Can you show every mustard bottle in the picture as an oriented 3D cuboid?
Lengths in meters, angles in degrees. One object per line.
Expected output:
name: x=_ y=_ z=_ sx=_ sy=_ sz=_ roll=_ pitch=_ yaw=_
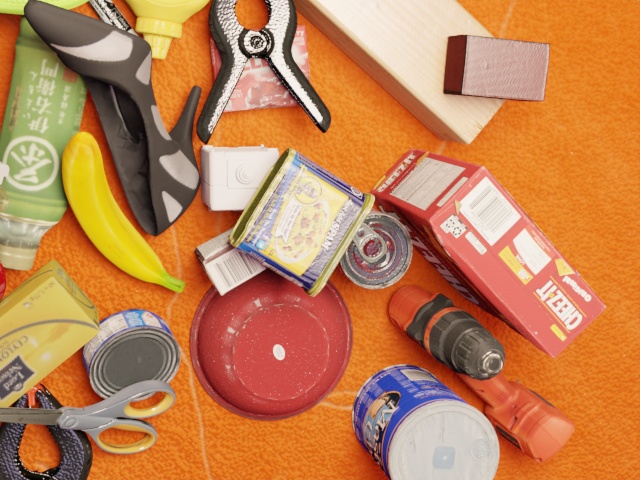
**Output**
mustard bottle: x=-0.134 y=-0.257 z=0.942 sx=0.096 sy=0.058 sz=0.192 roll=6 pitch=96 yaw=-14

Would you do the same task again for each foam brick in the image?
foam brick: x=0.153 y=-0.149 z=0.927 sx=0.078 sy=0.053 sz=0.051 roll=4 pitch=98 yaw=-12

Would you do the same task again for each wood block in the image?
wood block: x=0.078 y=-0.190 z=0.981 sx=0.206 sy=0.090 sz=0.091 roll=40 pitch=89 yaw=-14

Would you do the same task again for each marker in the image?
marker: x=-0.203 y=-0.222 z=0.953 sx=0.020 sy=0.020 sz=0.121 roll=-37 pitch=103 yaw=-5

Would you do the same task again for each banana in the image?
banana: x=-0.184 y=-0.025 z=0.939 sx=0.070 sy=0.037 sz=0.197 roll=-2 pitch=140 yaw=24

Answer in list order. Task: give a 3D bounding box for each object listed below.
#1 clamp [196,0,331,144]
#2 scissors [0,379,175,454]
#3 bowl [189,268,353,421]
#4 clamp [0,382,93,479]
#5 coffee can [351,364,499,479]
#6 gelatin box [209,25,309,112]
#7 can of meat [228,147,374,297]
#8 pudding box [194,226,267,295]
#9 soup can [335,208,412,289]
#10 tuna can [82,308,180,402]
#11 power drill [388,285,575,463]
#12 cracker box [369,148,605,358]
clamp: x=-0.047 y=-0.168 z=0.951 sx=0.120 sy=0.039 sz=0.171 roll=2 pitch=93 yaw=-14
scissors: x=-0.205 y=0.145 z=0.943 sx=0.096 sy=0.016 sz=0.201 roll=-45 pitch=141 yaw=8
bowl: x=-0.041 y=0.100 z=1.013 sx=0.162 sy=0.055 sz=0.162 roll=-1 pitch=98 yaw=-11
clamp: x=-0.247 y=0.235 z=0.997 sx=0.164 sy=0.036 sz=0.210 roll=1 pitch=97 yaw=-12
coffee can: x=0.095 y=0.183 z=1.009 sx=0.102 sy=0.140 sz=0.103 roll=-2 pitch=98 yaw=-12
gelatin box: x=-0.056 y=-0.158 z=0.987 sx=0.089 sy=0.030 sz=0.073 roll=-6 pitch=98 yaw=-12
can of meat: x=-0.018 y=-0.017 z=0.907 sx=0.084 sy=0.057 sz=0.102 roll=31 pitch=90 yaw=-13
pudding box: x=-0.056 y=0.001 z=0.978 sx=0.113 sy=0.090 sz=0.039 roll=-28 pitch=101 yaw=-7
soup can: x=0.039 y=0.003 z=0.992 sx=0.068 sy=0.102 sz=0.068 roll=-2 pitch=98 yaw=-12
tuna can: x=-0.174 y=0.105 z=0.979 sx=0.086 sy=0.034 sz=0.086 roll=-15 pitch=128 yaw=-20
power drill: x=0.158 y=0.127 z=1.003 sx=0.057 sy=0.185 sz=0.187 roll=-44 pitch=114 yaw=-3
cracker box: x=0.140 y=0.005 z=0.956 sx=0.072 sy=0.214 sz=0.164 roll=-44 pitch=104 yaw=-2
